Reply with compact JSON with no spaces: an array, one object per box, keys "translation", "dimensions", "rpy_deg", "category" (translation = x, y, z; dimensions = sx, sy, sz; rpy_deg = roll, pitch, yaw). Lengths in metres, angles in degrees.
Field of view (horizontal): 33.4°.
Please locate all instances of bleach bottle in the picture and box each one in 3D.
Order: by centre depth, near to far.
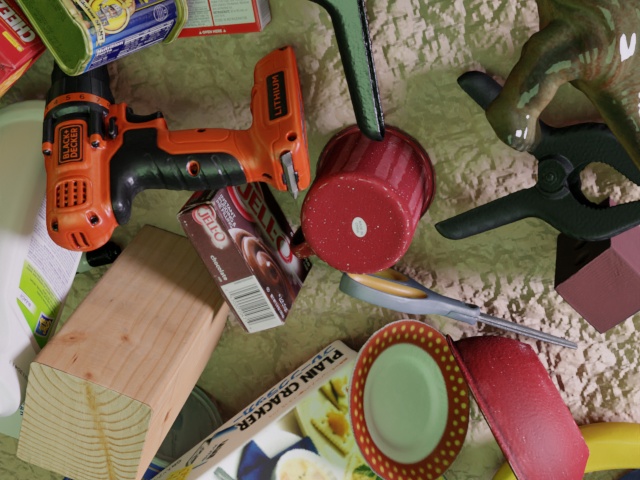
[{"translation":[-0.222,0.022,0.768],"dimensions":[0.068,0.250,0.102],"rpy_deg":[-8,141,19],"category":"bleach bottle"}]

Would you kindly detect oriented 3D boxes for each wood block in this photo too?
[{"translation":[-0.138,0.083,0.811],"dimensions":[0.090,0.206,0.091],"rpy_deg":[20,120,3],"category":"wood block"}]

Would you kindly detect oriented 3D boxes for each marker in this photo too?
[{"translation":[-0.221,0.024,0.910],"dimensions":[0.121,0.020,0.020],"rpy_deg":[-17,112,23],"category":"marker"}]

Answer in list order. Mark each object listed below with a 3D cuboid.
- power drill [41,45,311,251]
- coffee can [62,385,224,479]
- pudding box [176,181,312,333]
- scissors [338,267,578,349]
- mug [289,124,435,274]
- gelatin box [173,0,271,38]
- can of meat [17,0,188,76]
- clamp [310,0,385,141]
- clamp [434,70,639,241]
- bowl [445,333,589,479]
[{"translation":[-0.105,-0.085,0.760],"dimensions":[0.187,0.184,0.057],"rpy_deg":[-10,148,3],"category":"power drill"},{"translation":[-0.160,0.198,0.939],"dimensions":[0.103,0.102,0.140],"rpy_deg":[33,121,-4],"category":"coffee can"},{"translation":[-0.055,0.001,0.812],"dimensions":[0.039,0.090,0.113],"rpy_deg":[-17,113,24],"category":"pudding box"},{"translation":[0.097,0.047,0.829],"dimensions":[0.201,0.096,0.016],"rpy_deg":[14,104,-27],"category":"scissors"},{"translation":[0.023,-0.023,0.783],"dimensions":[0.117,0.081,0.093],"rpy_deg":[-29,107,26],"category":"mug"},{"translation":[-0.079,-0.190,0.751],"dimensions":[0.073,0.030,0.089],"rpy_deg":[-1,117,17],"category":"gelatin box"},{"translation":[-0.155,-0.171,0.730],"dimensions":[0.102,0.083,0.058],"rpy_deg":[56,145,4],"category":"can of meat"},{"translation":[0.032,-0.191,0.715],"dimensions":[0.165,0.036,0.210],"rpy_deg":[-37,100,21],"category":"clamp"},{"translation":[0.157,-0.055,0.725],"dimensions":[0.172,0.039,0.120],"rpy_deg":[4,106,29],"category":"clamp"},{"translation":[0.154,0.130,0.797],"dimensions":[0.055,0.162,0.162],"rpy_deg":[-29,108,5],"category":"bowl"}]
